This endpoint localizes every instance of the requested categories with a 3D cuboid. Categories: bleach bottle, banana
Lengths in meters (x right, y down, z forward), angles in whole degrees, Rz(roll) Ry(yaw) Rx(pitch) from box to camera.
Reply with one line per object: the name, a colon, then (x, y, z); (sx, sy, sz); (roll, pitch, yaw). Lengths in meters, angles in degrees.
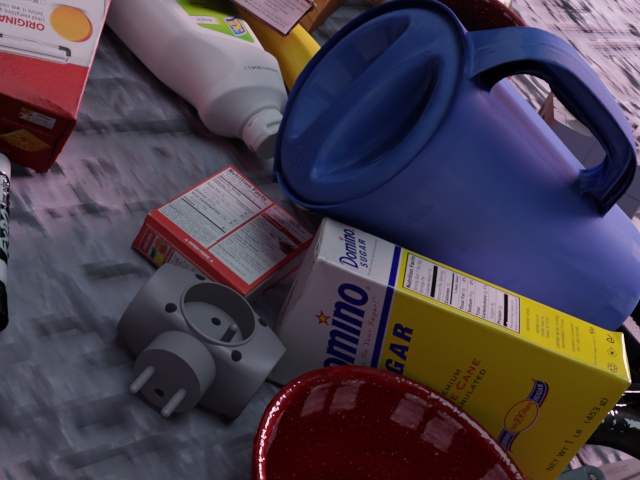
bleach bottle: (-0.104, -0.155, 0.742); (0.102, 0.068, 0.251); (-10, 56, -47)
banana: (-0.043, -0.154, 0.810); (0.069, 0.037, 0.198); (-13, 56, -49)

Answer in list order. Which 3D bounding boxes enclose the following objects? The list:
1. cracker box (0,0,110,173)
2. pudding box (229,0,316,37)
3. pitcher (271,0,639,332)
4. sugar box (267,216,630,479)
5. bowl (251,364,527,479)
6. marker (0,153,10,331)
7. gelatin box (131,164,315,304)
cracker box: (-0.204, -0.163, 0.619); (0.164, 0.072, 0.213); (19, 55, -18)
pudding box: (-0.062, -0.202, 0.756); (0.113, 0.039, 0.090); (16, 37, -59)
pitcher: (0.104, -0.028, 0.637); (0.242, 0.145, 0.149); (34, 0, -38)
sugar box: (0.065, 0.063, 0.575); (0.176, 0.093, 0.048); (20, 36, -6)
bowl: (0.030, 0.139, 0.507); (0.162, 0.055, 0.162); (21, 38, -17)
marker: (-0.168, 0.001, 0.543); (0.020, 0.020, 0.121); (13, 40, -27)
gelatin box: (-0.054, 0.001, 0.625); (0.073, 0.030, 0.089); (39, 35, 9)
